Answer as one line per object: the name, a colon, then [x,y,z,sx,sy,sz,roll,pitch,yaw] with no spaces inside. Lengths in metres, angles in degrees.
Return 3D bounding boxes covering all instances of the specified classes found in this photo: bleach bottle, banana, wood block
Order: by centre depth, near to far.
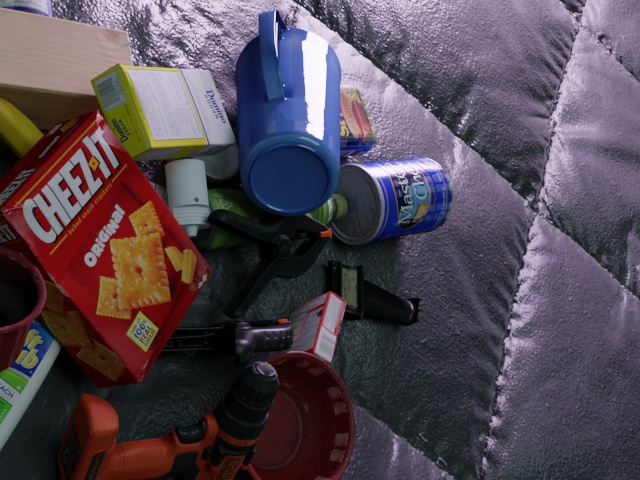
bleach bottle: [-0.297,0.093,1.002,0.102,0.068,0.250,37,46,-17]
banana: [-0.279,-0.072,1.091,0.037,0.070,0.197,-35,111,-5]
wood block: [-0.305,-0.175,1.108,0.205,0.090,0.091,3,68,-41]

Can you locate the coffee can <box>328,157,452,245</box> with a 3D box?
coffee can: [0.088,-0.053,1.380,0.140,0.103,0.103,-10,76,-44]

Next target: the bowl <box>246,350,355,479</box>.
bowl: [-0.039,0.203,1.164,0.161,0.055,0.162,10,73,-38]

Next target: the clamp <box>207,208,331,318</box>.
clamp: [-0.058,0.001,1.196,0.171,0.039,0.120,-31,118,-42]

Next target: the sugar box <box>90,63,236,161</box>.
sugar box: [-0.161,-0.134,1.129,0.176,0.048,0.093,-12,80,-67]

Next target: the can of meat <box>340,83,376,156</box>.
can of meat: [0.019,-0.159,1.408,0.083,0.058,0.102,-7,74,-46]

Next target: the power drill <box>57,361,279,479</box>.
power drill: [-0.144,0.186,1.019,0.187,0.185,0.057,6,35,-31]

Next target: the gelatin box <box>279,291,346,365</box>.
gelatin box: [-0.011,0.110,1.234,0.030,0.073,0.089,35,49,-24]

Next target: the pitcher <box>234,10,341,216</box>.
pitcher: [-0.039,-0.146,1.233,0.149,0.145,0.243,27,31,-21]

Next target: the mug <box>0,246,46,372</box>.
mug: [-0.292,0.073,0.915,0.093,0.082,0.117,16,45,-14]

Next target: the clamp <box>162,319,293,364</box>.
clamp: [-0.103,0.105,1.143,0.209,0.165,0.036,-1,94,-64]

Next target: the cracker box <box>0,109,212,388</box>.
cracker box: [-0.212,0.009,1.022,0.213,0.072,0.164,57,41,-26]

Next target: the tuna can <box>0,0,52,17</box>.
tuna can: [-0.325,-0.235,1.123,0.085,0.086,0.034,2,69,-41]
